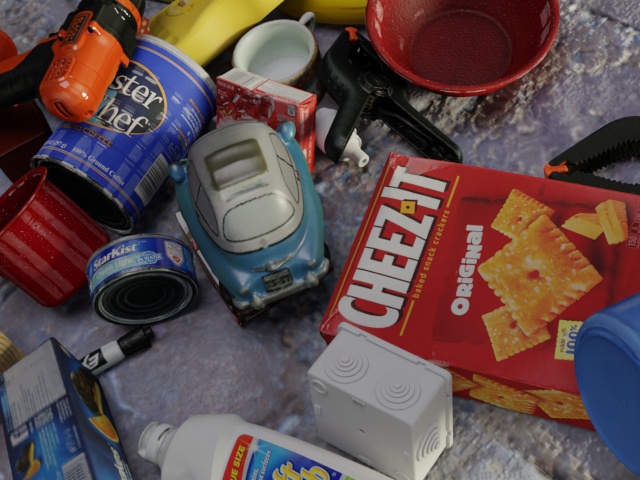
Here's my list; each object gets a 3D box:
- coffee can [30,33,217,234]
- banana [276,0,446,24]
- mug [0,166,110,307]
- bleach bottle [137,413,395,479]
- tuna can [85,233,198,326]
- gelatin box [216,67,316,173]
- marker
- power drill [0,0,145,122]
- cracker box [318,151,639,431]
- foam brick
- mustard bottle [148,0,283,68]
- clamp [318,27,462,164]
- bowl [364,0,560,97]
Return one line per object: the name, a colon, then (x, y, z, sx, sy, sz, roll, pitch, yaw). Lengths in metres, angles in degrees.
coffee can: (-0.164, -0.091, 0.914, 0.103, 0.103, 0.140, 22, 67, 26)
banana: (0.038, -0.225, 0.986, 0.198, 0.037, 0.069, -3, 36, 11)
mug: (-0.236, 0.005, 0.877, 0.117, 0.081, 0.093, -26, 31, 35)
bleach bottle: (-0.023, 0.188, 0.727, 0.251, 0.068, 0.102, 18, 64, 27)
tuna can: (-0.140, 0.033, 0.840, 0.086, 0.086, 0.034, -18, 57, 4)
gelatin box: (-0.046, -0.097, 0.901, 0.089, 0.073, 0.030, 23, 38, 27)
marker: (-0.187, 0.102, 0.850, 0.121, 0.020, 0.020, -29, 56, -4)
power drill: (-0.236, -0.169, 0.915, 0.188, 0.057, 0.184, -8, 49, 33)
cracker box: (0.127, 0.032, 0.775, 0.214, 0.072, 0.164, 12, 64, 22)
foam brick: (-0.276, -0.097, 0.979, 0.053, 0.051, 0.078, -28, 56, -5)
mustard bottle: (-0.067, -0.232, 0.969, 0.192, 0.058, 0.096, -37, 31, 9)
clamp: (0.035, -0.117, 0.891, 0.120, 0.039, 0.171, 1, 43, -34)
bowl: (0.120, -0.178, 0.912, 0.162, 0.055, 0.162, -3, 63, 5)
